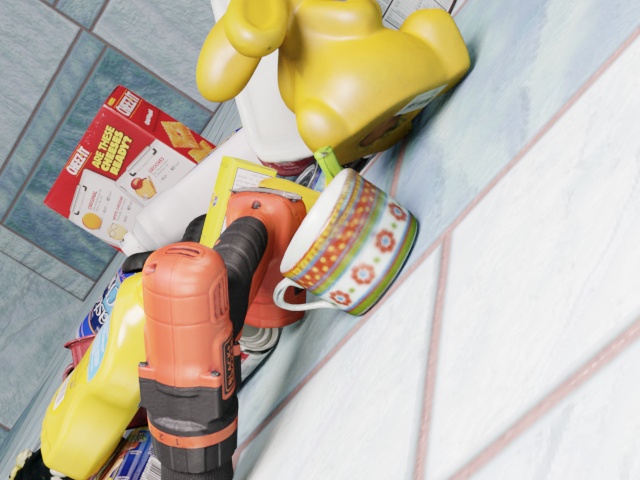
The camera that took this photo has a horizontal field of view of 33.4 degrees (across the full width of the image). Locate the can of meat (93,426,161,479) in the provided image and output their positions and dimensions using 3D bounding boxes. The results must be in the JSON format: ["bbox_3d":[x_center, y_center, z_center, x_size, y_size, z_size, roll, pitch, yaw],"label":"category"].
[{"bbox_3d":[-0.142,0.196,0.773,0.102,0.057,0.084,-51,10,26],"label":"can of meat"}]

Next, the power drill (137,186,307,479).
[{"bbox_3d":[-0.056,0.061,0.667,0.187,0.057,0.184,-63,-23,-62],"label":"power drill"}]

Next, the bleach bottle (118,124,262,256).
[{"bbox_3d":[-0.103,-0.063,1.095,0.251,0.068,0.102,-38,7,4],"label":"bleach bottle"}]

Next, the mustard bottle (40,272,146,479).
[{"bbox_3d":[-0.133,0.078,0.739,0.192,0.058,0.096,-54,14,36],"label":"mustard bottle"}]

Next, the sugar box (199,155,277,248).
[{"bbox_3d":[-0.084,0.017,0.917,0.093,0.048,0.176,-151,78,-78],"label":"sugar box"}]

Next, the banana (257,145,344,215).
[{"bbox_3d":[0.001,-0.027,0.750,0.037,0.069,0.198,-30,4,-16],"label":"banana"}]

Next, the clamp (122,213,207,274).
[{"bbox_3d":[-0.121,0.020,1.031,0.039,0.120,0.171,-11,36,33],"label":"clamp"}]

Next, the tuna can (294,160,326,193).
[{"bbox_3d":[-0.012,-0.023,0.875,0.086,0.033,0.086,-54,12,16],"label":"tuna can"}]

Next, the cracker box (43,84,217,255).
[{"bbox_3d":[-0.194,-0.058,1.272,0.164,0.213,0.072,-51,13,29],"label":"cracker box"}]
